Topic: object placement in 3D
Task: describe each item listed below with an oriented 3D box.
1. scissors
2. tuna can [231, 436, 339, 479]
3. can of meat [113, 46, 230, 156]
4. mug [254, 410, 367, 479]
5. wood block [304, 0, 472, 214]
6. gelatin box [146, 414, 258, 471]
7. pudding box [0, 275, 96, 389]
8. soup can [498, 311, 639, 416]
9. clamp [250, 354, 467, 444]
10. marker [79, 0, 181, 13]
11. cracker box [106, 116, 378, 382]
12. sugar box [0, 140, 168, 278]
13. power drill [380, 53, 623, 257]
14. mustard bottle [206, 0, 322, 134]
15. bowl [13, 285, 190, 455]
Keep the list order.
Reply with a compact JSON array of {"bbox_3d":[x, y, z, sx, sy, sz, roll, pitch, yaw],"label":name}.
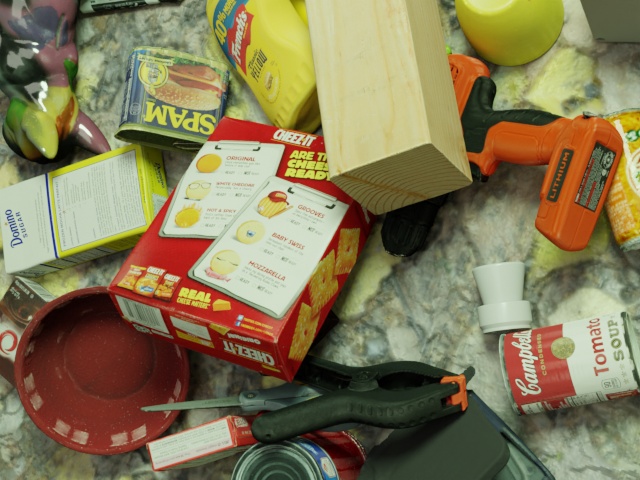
[{"bbox_3d":[-0.048,0.145,0.911,0.201,0.096,0.016,-11,115,-13],"label":"scissors"},{"bbox_3d":[-0.029,0.202,0.863,0.086,0.033,0.086,-3,81,22],"label":"tuna can"},{"bbox_3d":[-0.139,-0.132,1.016,0.058,0.102,0.084,165,113,-65],"label":"can of meat"},{"bbox_3d":[-0.019,0.195,0.925,0.093,0.081,0.117,-37,71,13],"label":"mug"},{"bbox_3d":[0.052,-0.139,0.881,0.090,0.090,0.206,-18,64,23],"label":"wood block"},{"bbox_3d":[-0.100,0.182,0.964,0.089,0.073,0.030,-21,75,18],"label":"gelatin box"},{"bbox_3d":[-0.282,0.104,1.069,0.114,0.039,0.090,37,96,22],"label":"pudding box"},{"bbox_3d":[0.202,0.099,0.856,0.102,0.068,0.068,-14,77,19],"label":"soup can"},{"bbox_3d":[0.029,0.129,0.861,0.172,0.120,0.039,-2,119,24],"label":"clamp"},{"bbox_3d":[-0.193,-0.249,1.095,0.121,0.020,0.020,-2,82,22],"label":"marker"},{"bbox_3d":[-0.056,0.001,0.926,0.164,0.072,0.213,14,55,23],"label":"cracker box"},{"bbox_3d":[-0.237,-0.028,1.067,0.176,0.048,0.093,-16,74,23],"label":"sugar box"},{"bbox_3d":[0.141,-0.053,0.883,0.188,0.057,0.184,23,97,42],"label":"power drill"},{"bbox_3d":[-0.056,-0.192,0.998,0.192,0.058,0.096,55,145,21],"label":"mustard bottle"},{"bbox_3d":[-0.201,0.117,1.005,0.162,0.055,0.162,0,100,-3],"label":"bowl"}]
